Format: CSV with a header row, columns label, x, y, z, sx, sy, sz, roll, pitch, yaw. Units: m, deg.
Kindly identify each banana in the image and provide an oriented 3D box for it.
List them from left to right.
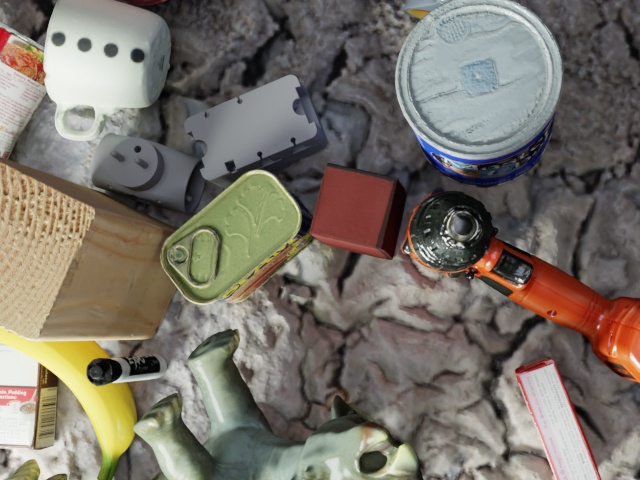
label,x,y,z,sx,sy,sz,roll,pitch,yaw
banana,-0.196,0.092,0.783,0.069,0.037,0.197,-47,107,-22

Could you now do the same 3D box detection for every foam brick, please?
label,x,y,z,sx,sy,sz,roll,pitch,yaw
foam brick,0.029,-0.020,0.762,0.051,0.078,0.053,13,85,11

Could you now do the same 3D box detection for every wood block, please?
label,x,y,z,sx,sy,sz,roll,pitch,yaw
wood block,-0.169,0.011,0.728,0.091,0.206,0.090,25,90,11

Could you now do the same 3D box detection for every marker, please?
label,x,y,z,sx,sy,sz,roll,pitch,yaw
marker,-0.137,0.092,0.759,0.020,0.121,0.020,-1,85,10

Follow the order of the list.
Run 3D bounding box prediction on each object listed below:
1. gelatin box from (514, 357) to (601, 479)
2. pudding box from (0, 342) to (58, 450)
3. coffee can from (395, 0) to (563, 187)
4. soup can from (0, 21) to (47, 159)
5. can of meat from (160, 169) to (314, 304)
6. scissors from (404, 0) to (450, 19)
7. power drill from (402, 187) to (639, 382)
label,x,y,z,sx,sy,sz,roll,pitch,yaw
gelatin box,0.162,0.125,0.727,0.030,0.073,0.089,-22,82,8
pudding box,-0.250,0.102,0.821,0.090,0.039,0.113,1,83,10
coffee can,0.109,-0.095,0.721,0.103,0.140,0.103,-1,85,10
soup can,-0.251,-0.113,0.825,0.068,0.068,0.102,31,91,11
can of meat,-0.055,0.001,0.771,0.102,0.084,0.057,-40,80,5
scissors,0.073,-0.166,0.716,0.096,0.201,0.016,18,94,34
power drill,0.142,0.025,0.694,0.187,0.184,0.057,29,91,2
